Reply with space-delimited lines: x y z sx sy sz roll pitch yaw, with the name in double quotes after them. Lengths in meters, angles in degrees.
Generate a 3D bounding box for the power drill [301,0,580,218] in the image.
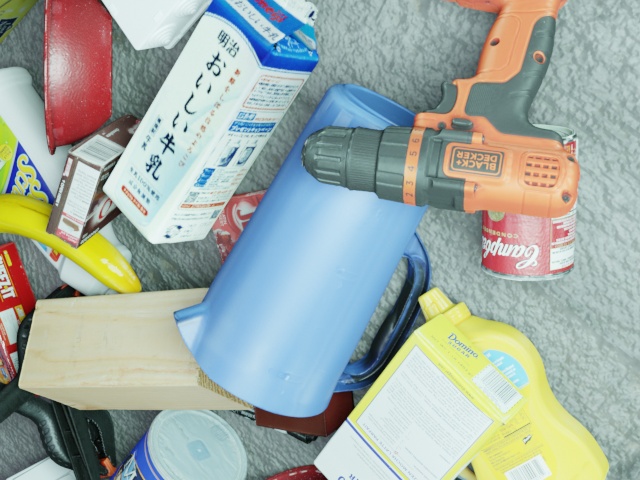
0.090 -0.111 0.723 0.184 0.057 0.187 9 77 10 "power drill"

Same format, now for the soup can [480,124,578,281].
0.151 -0.029 0.773 0.069 0.068 0.102 8 108 32 "soup can"

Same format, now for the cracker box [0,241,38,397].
-0.394 0.109 1.178 0.214 0.071 0.164 -18 94 37 "cracker box"

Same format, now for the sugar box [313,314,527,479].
0.073 0.148 0.824 0.093 0.048 0.176 46 132 16 "sugar box"

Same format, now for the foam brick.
-0.016 0.136 0.946 0.078 0.051 0.053 2 106 33 "foam brick"

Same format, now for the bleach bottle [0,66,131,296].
-0.258 -0.043 1.046 0.103 0.068 0.251 -42 83 34 "bleach bottle"

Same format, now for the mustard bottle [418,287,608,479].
0.135 0.122 0.835 0.096 0.058 0.191 -35 84 25 "mustard bottle"

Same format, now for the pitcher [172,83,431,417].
0.010 0.009 0.836 0.145 0.149 0.243 36 108 19 "pitcher"

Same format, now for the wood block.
-0.164 0.103 0.984 0.206 0.090 0.090 -5 67 30 "wood block"

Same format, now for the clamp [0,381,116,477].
-0.262 0.168 1.106 0.039 0.120 0.171 -14 119 51 "clamp"

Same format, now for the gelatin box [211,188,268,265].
-0.056 0.001 0.943 0.073 0.030 0.089 -7 101 35 "gelatin box"

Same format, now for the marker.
-0.055 0.163 1.000 0.121 0.020 0.020 17 114 28 "marker"

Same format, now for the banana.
-0.254 -0.003 1.003 0.198 0.037 0.070 18 137 19 "banana"

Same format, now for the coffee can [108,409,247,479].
-0.149 0.240 1.035 0.103 0.102 0.140 47 125 13 "coffee can"

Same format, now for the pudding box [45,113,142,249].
-0.197 -0.056 0.968 0.039 0.113 0.090 28 120 8 "pudding box"

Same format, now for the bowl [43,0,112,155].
-0.214 -0.156 0.953 0.055 0.162 0.162 0 110 -11 "bowl"

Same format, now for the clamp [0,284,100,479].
-0.261 0.142 1.061 0.036 0.210 0.164 -15 138 34 "clamp"
